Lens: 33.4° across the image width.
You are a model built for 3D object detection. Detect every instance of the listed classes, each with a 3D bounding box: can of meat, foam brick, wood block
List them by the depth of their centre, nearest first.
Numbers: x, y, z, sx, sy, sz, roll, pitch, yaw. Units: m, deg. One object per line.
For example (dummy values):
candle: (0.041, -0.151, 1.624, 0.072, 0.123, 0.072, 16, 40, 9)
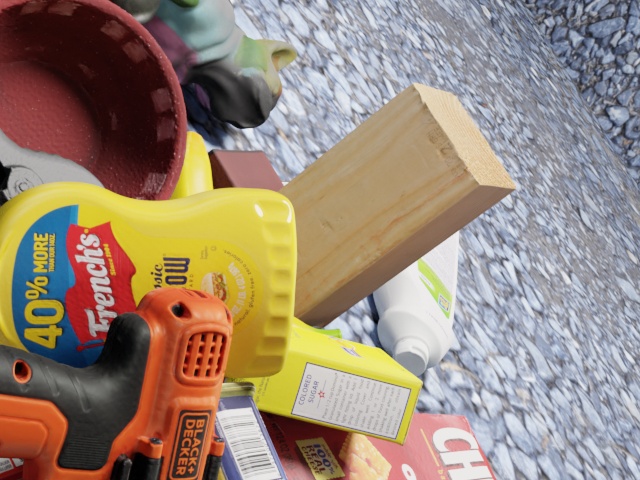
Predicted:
can of meat: (-0.064, 0.133, 0.549, 0.057, 0.102, 0.084, 7, 52, -56)
wood block: (0.029, -0.017, 0.799, 0.090, 0.206, 0.090, 59, 24, 14)
foam brick: (-0.070, -0.037, 0.840, 0.051, 0.053, 0.078, 58, 25, 11)

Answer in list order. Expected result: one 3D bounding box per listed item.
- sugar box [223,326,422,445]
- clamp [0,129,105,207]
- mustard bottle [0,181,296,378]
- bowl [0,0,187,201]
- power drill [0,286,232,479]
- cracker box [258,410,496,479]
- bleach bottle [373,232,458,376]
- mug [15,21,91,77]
sugar box: (-0.038, 0.069, 0.625, 0.176, 0.048, 0.093, 18, 2, -15)
clamp: (-0.170, -0.032, 0.573, 0.171, 0.039, 0.120, 25, 60, -35)
mustard bottle: (-0.110, 0.020, 0.527, 0.191, 0.096, 0.058, 2, 9, -17)
bowl: (-0.164, -0.068, 0.646, 0.161, 0.055, 0.162, 0, 91, -35)
power drill: (-0.128, 0.105, 0.450, 0.187, 0.184, 0.057, 8, 4, -43)
cracker box: (0.044, 0.192, 0.670, 0.213, 0.072, 0.164, 11, 46, -45)
bleach bottle: (0.085, 0.036, 1.015, 0.102, 0.068, 0.250, 45, 27, -18)
mug: (-0.202, -0.141, 0.703, 0.117, 0.082, 0.093, 41, 26, -25)
